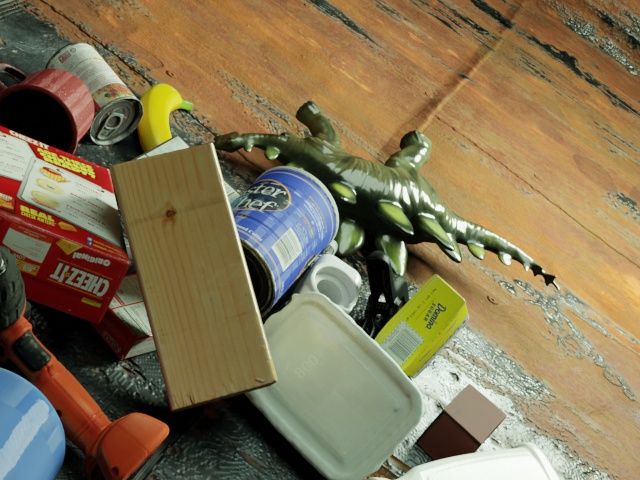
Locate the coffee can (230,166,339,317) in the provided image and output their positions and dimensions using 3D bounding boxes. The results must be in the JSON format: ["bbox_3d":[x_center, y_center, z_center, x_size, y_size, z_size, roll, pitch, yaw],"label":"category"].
[{"bbox_3d":[-0.057,0.001,1.072,0.103,0.103,0.140,37,41,4],"label":"coffee can"}]

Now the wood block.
[{"bbox_3d":[-0.108,0.034,0.906,0.090,0.090,0.206,-14,82,-9],"label":"wood block"}]

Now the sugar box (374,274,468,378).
[{"bbox_3d":[0.105,0.091,1.078,0.048,0.093,0.176,43,0,16],"label":"sugar box"}]

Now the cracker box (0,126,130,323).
[{"bbox_3d":[-0.262,-0.027,0.927,0.164,0.072,0.214,23,16,-25],"label":"cracker box"}]

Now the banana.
[{"bbox_3d":[-0.184,-0.137,1.249,0.069,0.037,0.198,25,31,-16],"label":"banana"}]

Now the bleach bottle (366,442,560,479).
[{"bbox_3d":[0.119,0.240,0.983,0.250,0.068,0.103,7,40,-36],"label":"bleach bottle"}]

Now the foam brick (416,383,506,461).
[{"bbox_3d":[0.144,0.192,1.089,0.053,0.051,0.078,42,30,14],"label":"foam brick"}]

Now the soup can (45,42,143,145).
[{"bbox_3d":[-0.253,-0.164,1.188,0.068,0.069,0.102,-9,50,-51],"label":"soup can"}]

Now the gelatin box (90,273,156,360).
[{"bbox_3d":[-0.169,0.067,0.972,0.073,0.030,0.089,46,28,19],"label":"gelatin box"}]

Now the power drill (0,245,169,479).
[{"bbox_3d":[-0.195,0.095,0.778,0.187,0.185,0.057,46,64,5],"label":"power drill"}]

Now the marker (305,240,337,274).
[{"bbox_3d":[-0.004,0.032,1.205,0.020,0.020,0.121,34,30,-2],"label":"marker"}]

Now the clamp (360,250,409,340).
[{"bbox_3d":[0.068,0.064,1.134,0.039,0.120,0.171,17,11,13],"label":"clamp"}]

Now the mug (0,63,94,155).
[{"bbox_3d":[-0.288,-0.134,1.083,0.117,0.093,0.081,42,23,-13],"label":"mug"}]
